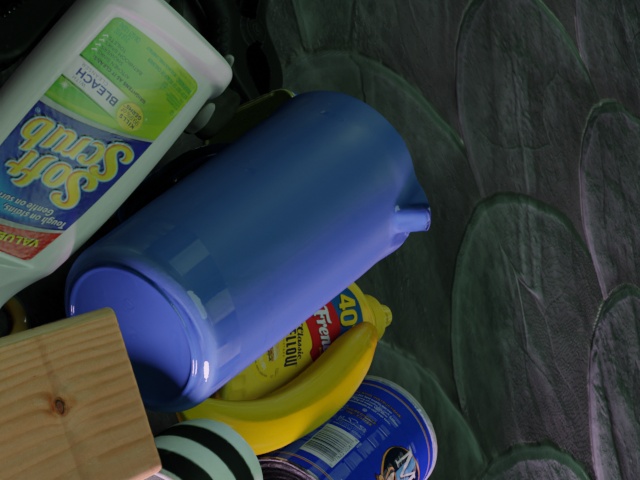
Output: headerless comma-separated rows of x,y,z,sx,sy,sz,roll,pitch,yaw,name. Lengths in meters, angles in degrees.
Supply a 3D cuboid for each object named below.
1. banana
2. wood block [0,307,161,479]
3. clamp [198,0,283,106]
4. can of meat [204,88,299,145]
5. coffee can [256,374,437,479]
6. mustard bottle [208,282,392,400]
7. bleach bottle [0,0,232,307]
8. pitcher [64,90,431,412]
-0.025,0.107,0.737,0.197,0.037,0.069,-10,103,-45,banana
-0.182,0.102,0.481,0.205,0.090,0.091,-15,87,-54,wood block
-0.062,-0.177,0.895,0.120,0.039,0.171,-19,97,-50,clamp
-0.029,-0.073,0.843,0.083,0.102,0.057,21,59,-45,can of meat
0.012,0.175,0.795,0.140,0.103,0.103,-31,102,-53,coffee can
-0.015,0.070,0.812,0.191,0.058,0.096,-7,98,-45,mustard bottle
-0.158,-0.029,0.603,0.102,0.068,0.250,42,69,-26,bleach bottle
-0.054,0.001,0.684,0.145,0.149,0.242,55,40,-4,pitcher
